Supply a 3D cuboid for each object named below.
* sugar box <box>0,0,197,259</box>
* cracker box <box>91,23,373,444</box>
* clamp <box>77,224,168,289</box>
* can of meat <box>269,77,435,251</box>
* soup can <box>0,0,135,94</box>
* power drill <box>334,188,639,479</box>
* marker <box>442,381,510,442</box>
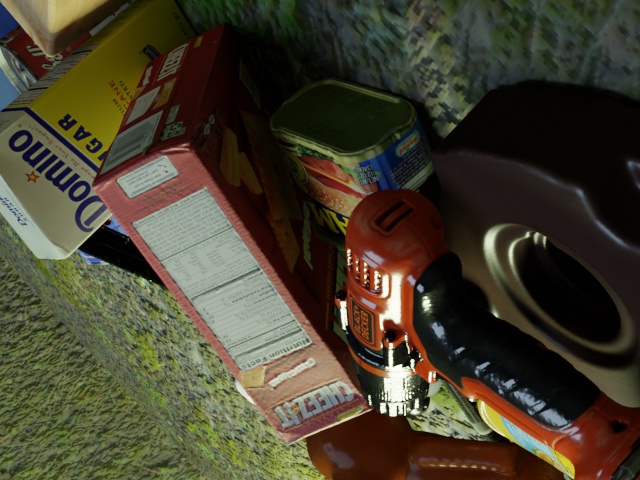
[{"bbox_3d":[-0.144,-0.078,0.709,0.048,0.176,0.093,1,133,47],"label":"sugar box"},{"bbox_3d":[-0.040,-0.007,0.672,0.213,0.072,0.164,57,-160,-27],"label":"cracker box"},{"bbox_3d":[-0.092,0.038,0.842,0.165,0.036,0.210,24,176,16],"label":"clamp"},{"bbox_3d":[0.025,-0.039,0.607,0.102,0.057,0.084,26,150,49],"label":"can of meat"},{"bbox_3d":[-0.173,-0.142,0.765,0.068,0.102,0.068,42,161,18],"label":"soup can"},{"bbox_3d":[0.084,0.079,0.526,0.188,0.057,0.184,38,157,26],"label":"power drill"},{"bbox_3d":[0.109,0.116,0.791,0.121,0.020,0.020,56,160,-23],"label":"marker"}]
